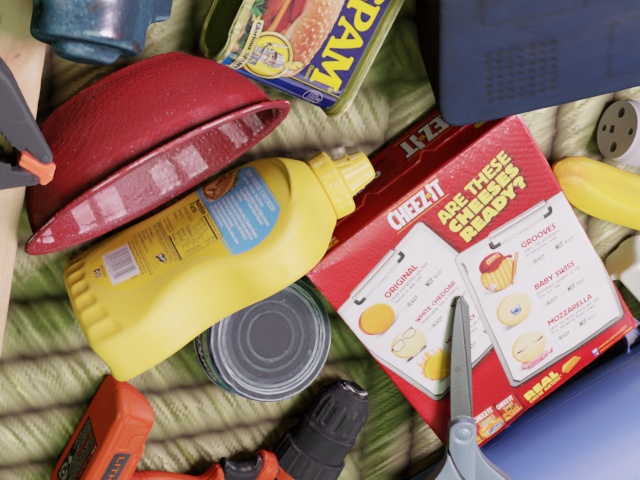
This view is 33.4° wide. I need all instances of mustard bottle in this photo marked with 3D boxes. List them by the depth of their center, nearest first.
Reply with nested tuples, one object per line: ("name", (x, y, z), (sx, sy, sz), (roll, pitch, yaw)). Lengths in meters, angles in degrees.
("mustard bottle", (-0.054, 0.001, 0.633), (0.191, 0.096, 0.058), (-30, 127, -4))

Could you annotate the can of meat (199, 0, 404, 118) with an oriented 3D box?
("can of meat", (-0.010, -0.132, 0.601), (0.083, 0.057, 0.102), (19, 109, -26))

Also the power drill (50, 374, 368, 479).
("power drill", (-0.074, 0.155, 0.735), (0.187, 0.057, 0.184), (24, 104, -29))

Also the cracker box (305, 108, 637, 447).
("cracker box", (0.098, 0.026, 0.723), (0.164, 0.072, 0.213), (-38, 123, 1))

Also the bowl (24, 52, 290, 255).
("bowl", (-0.098, -0.054, 0.576), (0.162, 0.162, 0.055), (-30, 88, -3))

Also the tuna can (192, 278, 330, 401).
("tuna can", (-0.037, 0.061, 0.690), (0.086, 0.034, 0.086), (0, 90, -24))

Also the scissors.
("scissors", (0.112, 0.136, 0.717), (0.096, 0.016, 0.202), (11, 110, -6))
